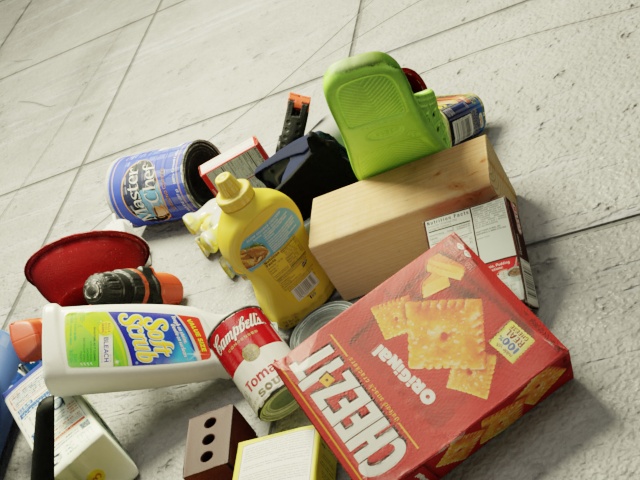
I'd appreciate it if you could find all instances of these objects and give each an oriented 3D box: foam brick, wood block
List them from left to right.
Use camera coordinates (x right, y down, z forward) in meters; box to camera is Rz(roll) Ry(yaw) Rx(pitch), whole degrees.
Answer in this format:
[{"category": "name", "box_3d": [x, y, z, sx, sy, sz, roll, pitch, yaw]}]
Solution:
[{"category": "foam brick", "box_3d": [-0.098, 0.211, 1.053, 0.053, 0.051, 0.078, -23, 35, 16]}, {"category": "wood block", "box_3d": [0.100, -0.023, 1.147, 0.206, 0.090, 0.090, -20, 36, 20]}]

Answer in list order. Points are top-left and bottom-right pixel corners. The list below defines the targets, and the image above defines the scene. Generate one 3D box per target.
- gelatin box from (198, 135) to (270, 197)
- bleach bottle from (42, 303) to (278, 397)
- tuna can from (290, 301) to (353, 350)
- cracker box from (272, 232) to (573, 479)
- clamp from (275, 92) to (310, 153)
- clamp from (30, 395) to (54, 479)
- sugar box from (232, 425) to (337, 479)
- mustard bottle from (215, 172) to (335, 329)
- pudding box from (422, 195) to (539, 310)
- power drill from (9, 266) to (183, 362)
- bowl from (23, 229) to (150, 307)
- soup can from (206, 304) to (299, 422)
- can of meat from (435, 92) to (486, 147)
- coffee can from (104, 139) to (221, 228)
[{"category": "gelatin box", "box_3d": [-0.105, -0.087, 1.416, 0.089, 0.073, 0.030, -29, 34, 6]}, {"category": "bleach bottle", "box_3d": [-0.171, 0.109, 1.163, 0.250, 0.068, 0.102, -6, 63, -4]}, {"category": "tuna can", "box_3d": [0.012, 0.104, 1.111, 0.086, 0.033, 0.086, -22, 35, 16]}, {"category": "cracker box", "box_3d": [0.089, 0.116, 0.951, 0.213, 0.072, 0.164, -36, 57, -5]}, {"category": "clamp", "box_3d": [-0.039, -0.104, 1.331, 0.039, 0.171, 0.120, 6, 53, -1]}, {"category": "clamp", "box_3d": [-0.272, 0.266, 1.062, 0.210, 0.164, 0.036, -43, 12, 2]}, {"category": "sugar box", "box_3d": [-0.038, 0.253, 0.956, 0.093, 0.048, 0.176, -18, 40, 22]}, {"category": "mustard bottle", "box_3d": [-0.058, 0.001, 1.157, 0.096, 0.191, 0.058, -43, 34, -14]}, {"category": "pudding box", "box_3d": [0.156, 0.022, 1.045, 0.090, 0.039, 0.113, -18, 67, 24]}, {"category": "power drill", "box_3d": [-0.277, 0.088, 1.278, 0.188, 0.184, 0.057, -24, 77, 19]}, {"category": "bowl", "box_3d": [-0.292, 0.050, 1.360, 0.162, 0.162, 0.055, -24, 64, 14]}, {"category": "soup can", "box_3d": [-0.061, 0.125, 1.083, 0.068, 0.068, 0.102, -37, 61, -4]}, {"category": "can of meat", "box_3d": [0.135, -0.139, 1.273, 0.102, 0.057, 0.083, 4, 23, 42]}, {"category": "coffee can", "box_3d": [-0.210, -0.077, 1.465, 0.141, 0.102, 0.102, -9, 41, 32]}]
